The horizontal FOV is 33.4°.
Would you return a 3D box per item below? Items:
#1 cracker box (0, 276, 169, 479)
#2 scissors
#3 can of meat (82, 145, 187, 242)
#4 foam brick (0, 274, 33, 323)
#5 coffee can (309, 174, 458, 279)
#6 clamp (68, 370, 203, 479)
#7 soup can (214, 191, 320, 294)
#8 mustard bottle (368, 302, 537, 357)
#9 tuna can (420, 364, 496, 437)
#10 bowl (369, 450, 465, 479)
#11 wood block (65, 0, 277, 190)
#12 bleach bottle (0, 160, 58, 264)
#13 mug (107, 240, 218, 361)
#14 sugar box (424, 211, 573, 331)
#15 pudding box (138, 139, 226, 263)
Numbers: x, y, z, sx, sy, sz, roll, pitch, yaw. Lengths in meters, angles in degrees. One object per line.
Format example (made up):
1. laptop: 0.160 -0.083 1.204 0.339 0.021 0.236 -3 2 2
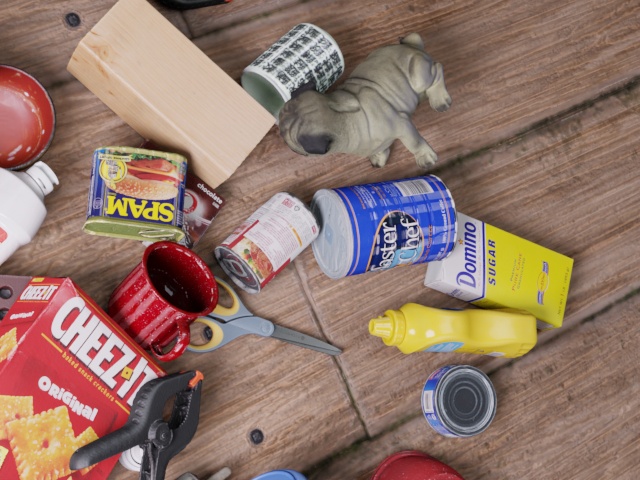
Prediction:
1. cracker box: -0.261 0.166 1.018 0.164 0.072 0.213 51 54 -33
2. scissors: -0.078 0.110 1.181 0.201 0.016 0.096 35 72 -14
3. can of meat: -0.189 -0.047 1.098 0.102 0.058 0.084 7 75 -18
4. foam brick: -0.318 0.076 1.068 0.052 0.051 0.078 3 80 -22
5. coffee can: 0.070 -0.017 1.216 0.140 0.103 0.103 -9 85 -24
6. clamp: -0.172 0.188 1.036 0.120 0.039 0.171 53 45 -39
7. soup can: -0.058 0.001 1.179 0.102 0.069 0.068 -44 98 -23
8. mustard bottle: 0.146 0.104 1.230 0.191 0.096 0.058 4 80 -22
9. tuna can: 0.164 0.189 1.257 0.086 0.034 0.086 4 80 -22
10. bowl: 0.127 0.309 1.185 0.161 0.055 0.162 16 61 -31
11. wood block: -0.161 -0.158 1.152 0.206 0.090 0.090 41 68 -11
12. bleach bottle: -0.361 0.004 1.012 0.250 0.068 0.102 -42 97 -22
13. mug: -0.162 0.070 1.096 0.093 0.082 0.117 11 47 -44
14. sugar box: 0.218 0.038 1.298 0.176 0.048 0.093 21 70 -20
15. pudding box: -0.173 -0.039 1.154 0.113 0.039 0.090 38 69 -12
